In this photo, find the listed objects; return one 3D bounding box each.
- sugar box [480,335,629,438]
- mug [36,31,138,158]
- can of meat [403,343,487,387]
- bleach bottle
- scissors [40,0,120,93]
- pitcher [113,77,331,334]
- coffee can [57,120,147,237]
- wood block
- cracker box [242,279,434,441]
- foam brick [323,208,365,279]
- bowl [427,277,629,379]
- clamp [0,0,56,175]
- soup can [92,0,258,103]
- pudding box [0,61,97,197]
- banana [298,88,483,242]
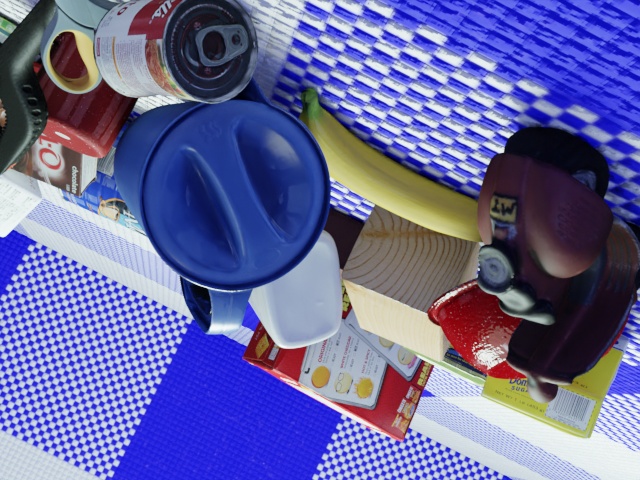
[{"bbox_3d":[0.207,0.107,0.924,0.093,0.048,0.176,22,-159,17],"label":"sugar box"},{"bbox_3d":[-0.205,-0.127,0.884,0.117,0.081,0.093,35,166,-38],"label":"mug"},{"bbox_3d":[0.144,0.091,1.085,0.102,0.084,0.057,26,169,0],"label":"can of meat"},{"bbox_3d":[-0.056,0.001,0.950,0.068,0.102,0.251,-14,-156,-16],"label":"bleach bottle"},{"bbox_3d":[-0.152,-0.169,0.715,0.096,0.016,0.202,-8,150,-15],"label":"scissors"},{"bbox_3d":[-0.093,-0.037,0.826,0.145,0.149,0.243,46,173,-19],"label":"pitcher"},{"bbox_3d":[-0.177,-0.059,1.074,0.140,0.103,0.102,23,168,16],"label":"coffee can"},{"bbox_3d":[0.085,0.035,0.954,0.091,0.090,0.206,24,168,13],"label":"wood block"},{"bbox_3d":[0.037,0.105,1.184,0.213,0.164,0.072,34,164,-35],"label":"cracker box"},{"bbox_3d":[0.024,0.008,1.057,0.078,0.053,0.051,25,169,7],"label":"foam brick"},{"bbox_3d":[0.163,0.065,0.793,0.162,0.055,0.162,-7,159,-3],"label":"bowl"},{"bbox_3d":[-0.243,-0.136,0.813,0.165,0.036,0.210,18,130,22],"label":"clamp"},{"bbox_3d":[-0.096,-0.124,0.692,0.068,0.068,0.102,34,167,-36],"label":"soup can"},{"bbox_3d":[-0.252,-0.106,0.990,0.090,0.039,0.114,22,135,11],"label":"pudding box"},{"bbox_3d":[0.053,-0.045,0.794,0.197,0.037,0.070,30,170,-18],"label":"banana"}]
